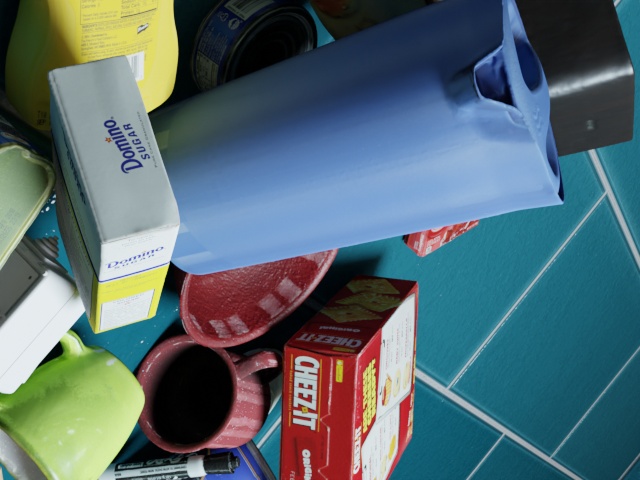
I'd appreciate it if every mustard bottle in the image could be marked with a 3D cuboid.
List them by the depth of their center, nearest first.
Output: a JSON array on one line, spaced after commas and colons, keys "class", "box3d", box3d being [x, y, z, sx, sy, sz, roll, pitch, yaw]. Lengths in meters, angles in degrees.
[{"class": "mustard bottle", "box3d": [-0.114, -0.153, 0.554, 0.096, 0.058, 0.192, -19, 138, -34]}]

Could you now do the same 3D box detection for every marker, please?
[{"class": "marker", "box3d": [-0.124, 0.188, 0.880, 0.121, 0.020, 0.020, -9, 151, 13]}]

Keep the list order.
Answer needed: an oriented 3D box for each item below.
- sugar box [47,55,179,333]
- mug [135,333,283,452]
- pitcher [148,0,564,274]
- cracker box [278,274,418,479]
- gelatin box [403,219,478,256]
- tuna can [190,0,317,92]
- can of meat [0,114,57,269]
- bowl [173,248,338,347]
[{"class": "sugar box", "box3d": [-0.114, -0.017, 0.575, 0.048, 0.093, 0.176, -15, 167, -20]}, {"class": "mug", "box3d": [-0.081, 0.120, 0.863, 0.117, 0.093, 0.081, -31, 158, 13]}, {"class": "pitcher", "box3d": [0.019, -0.057, 0.649, 0.243, 0.145, 0.149, -15, 133, 18]}, {"class": "cracker box", "box3d": [0.028, 0.136, 0.935, 0.213, 0.072, 0.164, -36, 130, -67]}, {"class": "gelatin box", "box3d": [0.125, -0.033, 1.040, 0.089, 0.030, 0.073, -28, 143, -35]}, {"class": "tuna can", "box3d": [-0.043, -0.124, 0.707, 0.086, 0.034, 0.086, -34, 146, -27]}, {"class": "can of meat", "box3d": [-0.197, -0.027, 0.555, 0.102, 0.084, 0.057, -55, 150, 6]}, {"class": "bowl", "box3d": [-0.055, 0.001, 0.805, 0.161, 0.055, 0.162, -32, 145, -27]}]
